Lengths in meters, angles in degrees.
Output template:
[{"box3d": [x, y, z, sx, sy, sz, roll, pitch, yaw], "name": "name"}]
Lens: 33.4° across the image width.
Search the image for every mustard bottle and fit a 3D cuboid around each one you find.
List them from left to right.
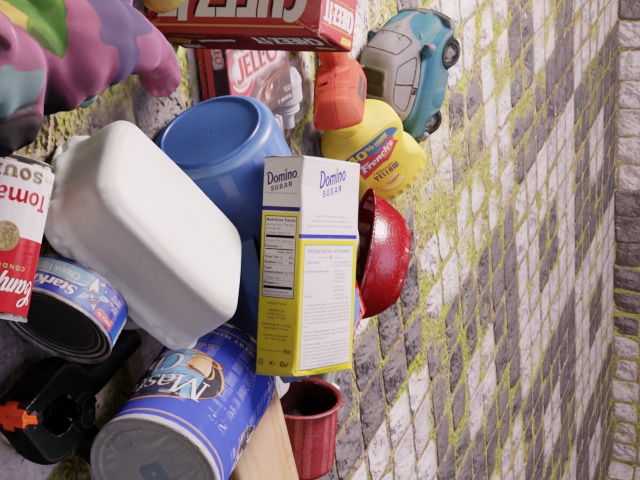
[{"box3d": [0.052, -0.109, 1.215, 0.058, 0.096, 0.191, 58, 8, 30], "name": "mustard bottle"}]

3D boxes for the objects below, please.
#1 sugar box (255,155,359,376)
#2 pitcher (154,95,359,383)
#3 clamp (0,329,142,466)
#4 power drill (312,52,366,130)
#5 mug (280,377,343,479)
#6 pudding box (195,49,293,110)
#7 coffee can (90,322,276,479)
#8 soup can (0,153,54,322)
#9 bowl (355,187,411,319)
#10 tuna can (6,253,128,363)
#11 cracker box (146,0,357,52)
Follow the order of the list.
[{"box3d": [-0.010, 0.021, 0.877, 0.093, 0.048, 0.176, 2, 88, -59], "name": "sugar box"}, {"box3d": [-0.056, 0.001, 0.947, 0.144, 0.149, 0.243, -46, 137, -25], "name": "pitcher"}, {"box3d": [-0.187, 0.136, 0.809, 0.171, 0.039, 0.120, -12, 102, -67], "name": "clamp"}, {"box3d": [0.003, -0.207, 1.057, 0.184, 0.057, 0.187, -82, 164, -52], "name": "power drill"}, {"box3d": [-0.034, 0.201, 1.115, 0.117, 0.093, 0.081, -11, 114, -32], "name": "mug"}, {"box3d": [-0.070, -0.160, 0.988, 0.113, 0.039, 0.090, -42, 133, -56], "name": "pudding box"}, {"box3d": [-0.105, 0.142, 0.845, 0.140, 0.103, 0.103, -59, 147, -58], "name": "coffee can"}, {"box3d": [-0.212, -0.003, 0.682, 0.068, 0.069, 0.102, 24, 74, -64], "name": "soup can"}, {"box3d": [0.065, 0.024, 1.221, 0.162, 0.055, 0.162, -169, -89, -83], "name": "bowl"}, {"box3d": [-0.179, 0.048, 0.746, 0.086, 0.086, 0.033, 69, 35, -46], "name": "tuna can"}, {"box3d": [-0.049, -0.264, 0.856, 0.072, 0.164, 0.214, 6, 90, -64], "name": "cracker box"}]
